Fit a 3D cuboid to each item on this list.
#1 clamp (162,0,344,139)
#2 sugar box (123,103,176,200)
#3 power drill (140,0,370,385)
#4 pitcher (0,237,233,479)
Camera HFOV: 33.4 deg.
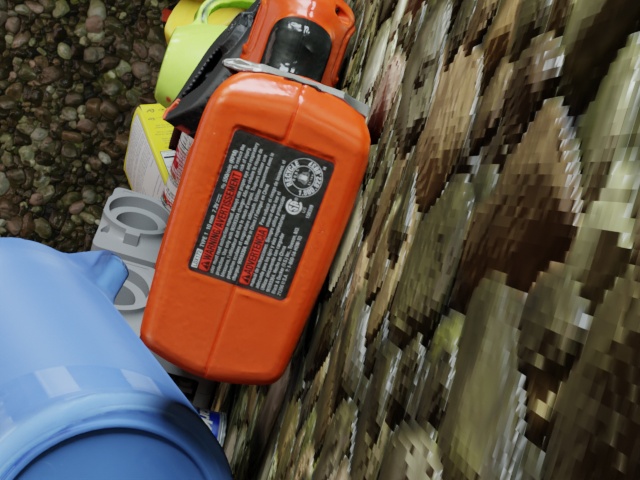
[{"bbox_3d":[-0.036,-0.113,0.619,0.172,0.039,0.120,-48,17,27],"label":"clamp"},{"bbox_3d":[-0.135,-0.035,0.994,0.176,0.048,0.093,63,148,31],"label":"sugar box"},{"bbox_3d":[-0.031,-0.012,0.439,0.187,0.057,0.184,-101,28,-73],"label":"power drill"},{"bbox_3d":[-0.136,0.092,0.486,0.243,0.144,0.149,24,108,63],"label":"pitcher"}]
